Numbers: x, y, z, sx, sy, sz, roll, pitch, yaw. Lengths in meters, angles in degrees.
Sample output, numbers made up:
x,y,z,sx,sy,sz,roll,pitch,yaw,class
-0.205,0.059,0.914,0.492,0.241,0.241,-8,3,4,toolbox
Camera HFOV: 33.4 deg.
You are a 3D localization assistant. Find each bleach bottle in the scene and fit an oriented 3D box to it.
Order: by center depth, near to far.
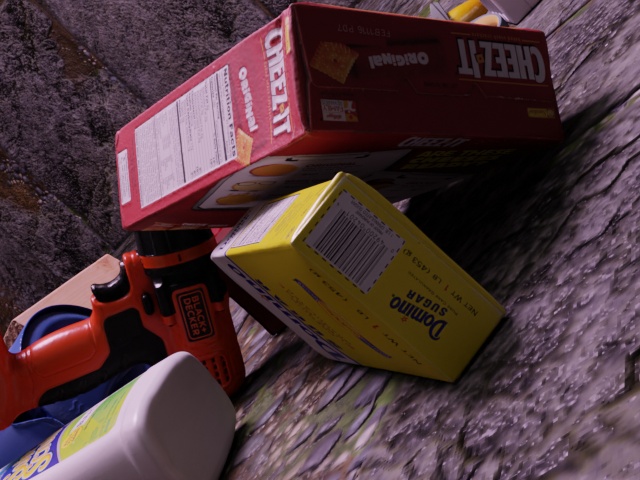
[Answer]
x,y,z,sx,sy,sz,roll,pitch,yaw,class
-0.171,0.161,0.653,0.251,0.068,0.102,-31,15,21,bleach bottle

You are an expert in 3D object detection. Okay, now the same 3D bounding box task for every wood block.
x,y,z,sx,sy,sz,roll,pitch,yaw,class
-0.241,0.101,1.091,0.090,0.091,0.206,-63,-4,21,wood block

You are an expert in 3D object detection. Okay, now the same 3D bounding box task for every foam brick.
x,y,z,sx,sy,sz,roll,pitch,yaw,class
-0.038,0.016,0.755,0.051,0.078,0.053,-42,11,35,foam brick

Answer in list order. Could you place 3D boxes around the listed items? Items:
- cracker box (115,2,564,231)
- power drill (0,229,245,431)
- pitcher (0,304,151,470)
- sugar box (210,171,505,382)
x,y,z,sx,sy,sz,roll,pitch,yaw,class
0.000,-0.061,0.603,0.163,0.072,0.214,-2,-10,-33,cracker box
-0.154,0.038,0.694,0.187,0.184,0.057,-16,12,-6,power drill
-0.228,0.172,0.848,0.243,0.149,0.145,-46,31,26,pitcher
0.008,0.020,0.514,0.048,0.093,0.176,-51,10,-15,sugar box
